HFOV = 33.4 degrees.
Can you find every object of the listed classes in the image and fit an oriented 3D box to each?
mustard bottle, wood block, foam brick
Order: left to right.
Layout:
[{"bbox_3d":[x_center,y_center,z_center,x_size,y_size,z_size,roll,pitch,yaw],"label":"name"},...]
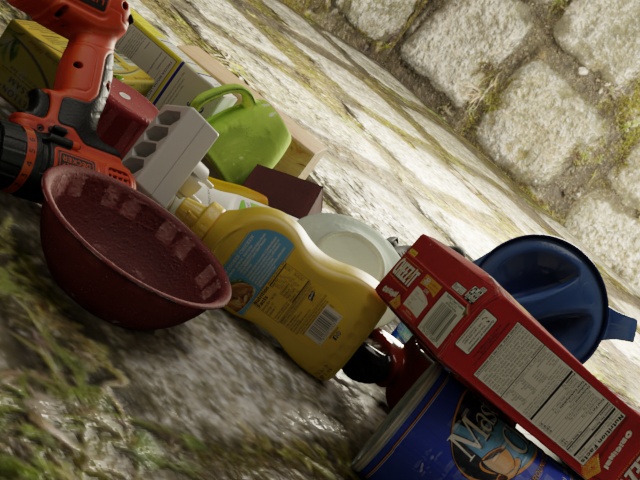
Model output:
[{"bbox_3d":[-0.104,-0.136,1.279,0.206,0.091,0.090,38,14,3],"label":"wood block"},{"bbox_3d":[-0.042,0.028,0.904,0.191,0.096,0.058,37,18,-2],"label":"mustard bottle"},{"bbox_3d":[-0.043,-0.035,1.109,0.078,0.053,0.051,20,56,12],"label":"foam brick"}]

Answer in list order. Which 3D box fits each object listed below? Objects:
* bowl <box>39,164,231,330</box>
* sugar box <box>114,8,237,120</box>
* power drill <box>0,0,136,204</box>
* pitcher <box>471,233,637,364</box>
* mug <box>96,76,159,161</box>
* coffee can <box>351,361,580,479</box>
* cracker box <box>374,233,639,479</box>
[{"bbox_3d":[-0.145,0.015,0.778,0.162,0.055,0.162,35,14,-11],"label":"bowl"},{"bbox_3d":[-0.188,-0.179,1.209,0.176,0.093,0.048,42,15,12],"label":"sugar box"},{"bbox_3d":[-0.221,-0.122,0.835,0.184,0.057,0.187,21,65,-45],"label":"power drill"},{"bbox_3d":[0.203,0.071,1.082,0.149,0.145,0.243,56,-4,2],"label":"pitcher"},{"bbox_3d":[-0.185,-0.091,0.961,0.117,0.081,0.093,32,15,-21],"label":"mug"},{"bbox_3d":[0.108,0.174,0.796,0.140,0.103,0.102,39,14,6],"label":"coffee can"},{"bbox_3d":[0.158,0.098,0.833,0.213,0.072,0.164,39,3,-19],"label":"cracker box"}]
